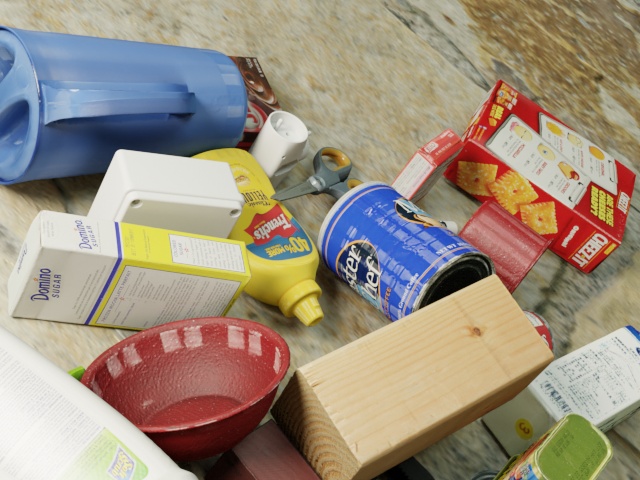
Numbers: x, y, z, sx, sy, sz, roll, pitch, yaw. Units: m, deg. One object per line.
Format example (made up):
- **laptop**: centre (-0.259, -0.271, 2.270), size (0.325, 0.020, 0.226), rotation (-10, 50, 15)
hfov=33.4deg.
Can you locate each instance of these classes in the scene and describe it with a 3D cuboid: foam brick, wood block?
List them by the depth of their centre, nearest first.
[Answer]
- **foam brick**: centre (-0.040, 0.189, 0.825), size (0.051, 0.053, 0.078), rotation (-24, 67, -46)
- **wood block**: centre (0.076, 0.118, 0.868), size (0.205, 0.090, 0.091), rotation (-22, 68, -30)

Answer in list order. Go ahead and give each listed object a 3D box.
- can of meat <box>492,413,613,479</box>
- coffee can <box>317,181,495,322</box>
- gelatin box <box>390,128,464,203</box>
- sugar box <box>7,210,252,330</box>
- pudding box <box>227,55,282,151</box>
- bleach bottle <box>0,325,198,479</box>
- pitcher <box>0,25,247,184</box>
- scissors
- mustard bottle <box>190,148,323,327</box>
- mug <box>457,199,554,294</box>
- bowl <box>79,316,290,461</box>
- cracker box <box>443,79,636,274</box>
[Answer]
- **can of meat**: centre (0.189, 0.200, 0.894), size (0.057, 0.084, 0.101), rotation (45, 41, 11)
- **coffee can**: centre (0.079, 0.021, 1.001), size (0.102, 0.103, 0.140), rotation (-7, 34, -40)
- **gelatin box**: centre (0.110, -0.074, 1.160), size (0.030, 0.089, 0.073), rotation (43, 40, 9)
- **sugar box**: centre (-0.155, 0.030, 0.869), size (0.176, 0.093, 0.048), rotation (12, 45, -26)
- **pudding box**: centre (-0.093, -0.145, 1.127), size (0.089, 0.039, 0.113), rotation (-2, 52, -36)
- **bleach bottle**: centre (-0.163, 0.154, 0.694), size (0.251, 0.068, 0.102), rotation (33, 72, 21)
- **pitcher**: centre (-0.181, -0.122, 0.968), size (0.242, 0.145, 0.149), rotation (-7, 53, -43)
- **scissors**: centre (0.011, -0.045, 1.085), size (0.096, 0.016, 0.201), rotation (42, 25, -5)
- **mustard bottle**: centre (-0.056, 0.001, 0.995), size (0.096, 0.058, 0.192), rotation (-11, 58, -47)
- **mug**: centre (0.190, 0.011, 1.144), size (0.081, 0.093, 0.117), rotation (38, 9, 10)
- **bowl**: centre (-0.099, 0.120, 0.815), size (0.162, 0.055, 0.162), rotation (-7, 24, 3)
- **cracker box**: centre (0.267, -0.079, 1.290), size (0.213, 0.072, 0.164), rotation (35, 40, -2)
